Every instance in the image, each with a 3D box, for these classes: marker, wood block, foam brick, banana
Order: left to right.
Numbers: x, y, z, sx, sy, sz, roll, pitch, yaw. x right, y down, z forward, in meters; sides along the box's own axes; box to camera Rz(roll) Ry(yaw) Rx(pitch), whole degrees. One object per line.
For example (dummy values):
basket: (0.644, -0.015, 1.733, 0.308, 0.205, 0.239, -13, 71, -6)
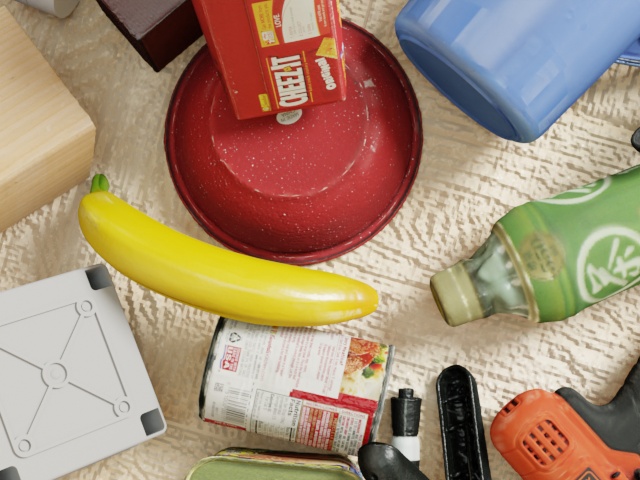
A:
wood block: (-0.237, -0.029, 0.592, 0.205, 0.090, 0.091, -36, 85, -21)
foam brick: (-0.100, -0.143, 0.635, 0.051, 0.078, 0.053, -40, 85, -3)
banana: (-0.066, 0.010, 0.608, 0.198, 0.037, 0.069, 24, 46, 15)
marker: (0.050, 0.149, 0.635, 0.020, 0.020, 0.121, 1, 85, 2)

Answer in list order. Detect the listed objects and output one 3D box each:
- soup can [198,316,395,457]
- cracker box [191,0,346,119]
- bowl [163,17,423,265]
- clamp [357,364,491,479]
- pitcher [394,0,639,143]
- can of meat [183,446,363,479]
soup can: (-0.014, 0.083, 0.618, 0.102, 0.068, 0.068, 12, 86, 3)
cracker box: (-0.040, -0.198, 0.564, 0.072, 0.164, 0.214, -11, 64, 1)
bowl: (-0.018, -0.067, 0.637, 0.162, 0.055, 0.162, 0, 85, 2)
clamp: (0.076, 0.163, 0.594, 0.039, 0.120, 0.171, -23, 85, 41)
pitcher: (0.166, -0.169, 0.610, 0.149, 0.145, 0.243, 42, 91, 25)
can of meat: (-0.023, 0.149, 0.605, 0.102, 0.084, 0.057, 5, 85, 2)
